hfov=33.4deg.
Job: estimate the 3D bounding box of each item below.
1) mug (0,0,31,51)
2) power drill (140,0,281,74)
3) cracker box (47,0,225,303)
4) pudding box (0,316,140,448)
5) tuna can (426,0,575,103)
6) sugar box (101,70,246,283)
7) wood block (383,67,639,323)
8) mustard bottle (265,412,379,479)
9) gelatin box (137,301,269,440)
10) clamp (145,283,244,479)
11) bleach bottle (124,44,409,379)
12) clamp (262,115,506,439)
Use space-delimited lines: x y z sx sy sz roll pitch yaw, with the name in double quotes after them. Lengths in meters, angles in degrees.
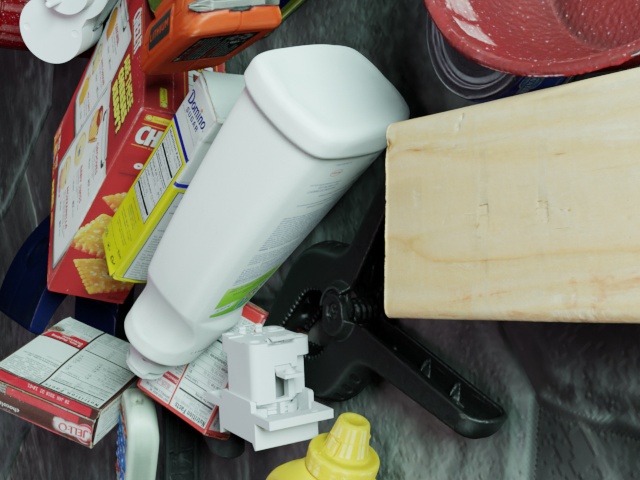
-0.283 -0.236 1.034 0.093 0.081 0.117 47 127 47 "mug"
-0.087 -0.192 0.593 0.185 0.057 0.187 -9 94 65 "power drill"
-0.141 -0.079 0.803 0.214 0.072 0.164 -51 36 42 "cracker box"
-0.187 0.107 0.822 0.090 0.113 0.039 22 112 10 "pudding box"
0.089 -0.108 0.513 0.086 0.033 0.086 -4 85 56 "tuna can"
-0.068 -0.035 0.694 0.176 0.093 0.048 -51 49 41 "sugar box"
0.123 -0.012 0.409 0.206 0.090 0.090 -4 84 56 "wood block"
-0.005 0.186 0.620 0.096 0.058 0.192 39 120 49 "mustard bottle"
-0.074 0.078 0.715 0.073 0.030 0.089 26 90 37 "gelatin box"
-0.096 0.097 0.777 0.120 0.039 0.171 -30 68 52 "clamp"
-0.054 0.001 0.621 0.068 0.102 0.251 49 125 15 "bleach bottle"
0.025 0.047 0.599 0.210 0.036 0.164 -38 57 52 "clamp"
